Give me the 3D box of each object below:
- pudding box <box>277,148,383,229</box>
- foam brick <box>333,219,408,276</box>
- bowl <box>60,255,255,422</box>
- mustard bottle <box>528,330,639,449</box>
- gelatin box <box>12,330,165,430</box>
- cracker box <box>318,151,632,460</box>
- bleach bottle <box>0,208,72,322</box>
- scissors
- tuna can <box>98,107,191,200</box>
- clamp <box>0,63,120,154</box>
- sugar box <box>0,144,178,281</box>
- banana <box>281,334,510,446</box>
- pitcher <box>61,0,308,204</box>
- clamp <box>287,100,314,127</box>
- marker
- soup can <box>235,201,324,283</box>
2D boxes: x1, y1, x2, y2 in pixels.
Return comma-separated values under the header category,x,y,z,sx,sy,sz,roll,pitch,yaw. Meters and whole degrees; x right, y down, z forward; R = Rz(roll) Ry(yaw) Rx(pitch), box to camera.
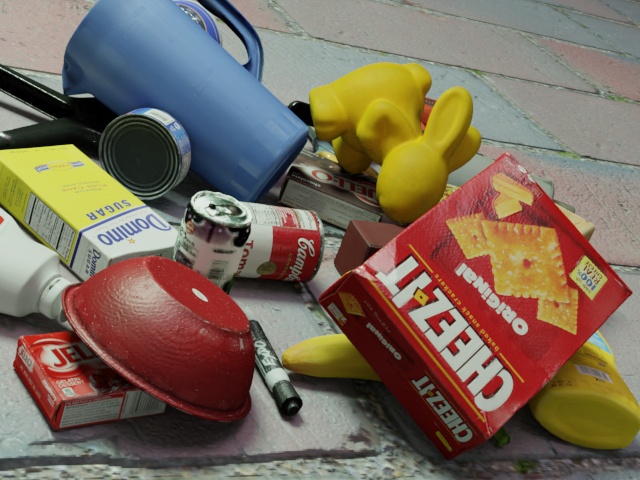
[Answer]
category,x,y,z,sx,sy,sz,roll,pitch,yaw
pudding box,0.016,-0.052,1.160,0.113,0.039,0.090,20,25,-2
foam brick,0.062,0.017,1.042,0.078,0.053,0.051,7,29,-29
bowl,-0.104,0.059,0.774,0.162,0.055,0.162,34,11,-8
mustard bottle,0.224,0.108,0.974,0.096,0.058,0.191,17,26,-9
gelatin box,-0.160,0.094,0.750,0.089,0.030,0.073,-2,33,-40
cracker box,0.131,0.045,0.865,0.213,0.072,0.164,-36,83,-35
bleach bottle,-0.291,-0.012,0.829,0.251,0.068,0.102,28,27,11
scissors,0.019,-0.110,1.307,0.096,0.016,0.202,15,26,-14
tuna can,-0.169,-0.084,1.034,0.086,0.086,0.033,24,24,8
clamp,-0.249,-0.117,1.095,0.209,0.036,0.164,13,32,-24
sugar box,-0.205,-0.022,0.931,0.176,0.048,0.093,34,28,29
banana,0.066,0.109,0.878,0.197,0.037,0.069,19,23,-4
pitcher,-0.127,-0.155,1.090,0.243,0.149,0.144,40,28,1
clamp,0.039,-0.133,1.308,0.120,0.039,0.171,36,17,16
marker,-0.042,0.096,0.846,0.020,0.020,0.121,6,29,-28
soup can,-0.056,0.001,0.968,0.102,0.069,0.068,6,29,-27
